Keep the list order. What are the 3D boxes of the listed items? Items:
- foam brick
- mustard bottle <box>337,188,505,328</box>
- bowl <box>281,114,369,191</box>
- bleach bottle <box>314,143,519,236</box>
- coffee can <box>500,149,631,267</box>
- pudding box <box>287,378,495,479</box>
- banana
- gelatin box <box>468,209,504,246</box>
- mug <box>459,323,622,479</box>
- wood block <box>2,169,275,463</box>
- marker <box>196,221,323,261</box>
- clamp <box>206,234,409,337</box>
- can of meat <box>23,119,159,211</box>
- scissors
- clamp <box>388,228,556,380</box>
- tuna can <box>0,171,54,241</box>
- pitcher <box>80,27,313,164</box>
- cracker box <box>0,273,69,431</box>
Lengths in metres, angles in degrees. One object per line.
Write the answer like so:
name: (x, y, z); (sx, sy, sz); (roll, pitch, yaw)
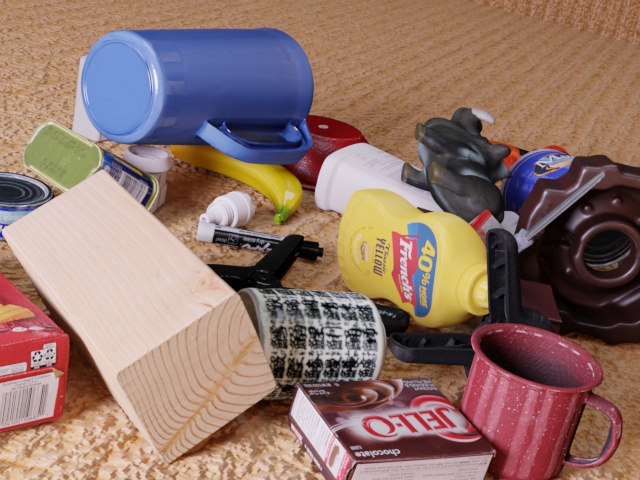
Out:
foam brick: (0.171, 0.071, 0.917); (0.053, 0.051, 0.078); (12, 21, 1)
mustard bottle: (0.089, 0.021, 0.897); (0.058, 0.096, 0.192); (-3, 17, -34)
bowl: (-0.001, -0.109, 1.265); (0.162, 0.055, 0.162); (11, 21, -4)
bleach bottle: (0.124, -0.025, 1.117); (0.251, 0.068, 0.102); (26, 29, 25)
coffee can: (0.264, -0.037, 1.128); (0.102, 0.103, 0.140); (6, 11, -15)
pudding box: (0.046, 0.132, 0.717); (0.113, 0.039, 0.090); (0, 25, -28)
banana: (-0.080, -0.073, 1.156); (0.069, 0.037, 0.198); (-7, 29, -44)
gelatin box: (0.122, 0.017, 0.979); (0.030, 0.089, 0.073); (50, 27, 3)
mug: (0.152, 0.119, 0.747); (0.117, 0.081, 0.093); (21, 23, 21)
wood block: (-0.129, 0.044, 0.734); (0.090, 0.090, 0.206); (-33, 40, -17)
marker: (-0.057, 0.001, 1.011); (0.121, 0.020, 0.020); (10, 22, -6)
clamp: (-0.051, 0.041, 0.892); (0.209, 0.036, 0.165); (-3, 27, -32)
can of meat: (-0.213, -0.062, 0.984); (0.102, 0.057, 0.083); (29, -4, 35)
scissors: (0.158, 0.015, 0.908); (0.016, 0.202, 0.096); (45, 50, -1)
clamp: (0.124, 0.080, 0.805); (0.120, 0.171, 0.039); (-36, 37, -1)
tuna can: (-0.282, -0.032, 0.951); (0.086, 0.034, 0.086); (11, 22, -4)
pitcher: (-0.118, -0.149, 1.093); (0.149, 0.145, 0.242); (6, 10, 33)
cracker box: (-0.286, 0.053, 0.690); (0.163, 0.072, 0.214); (-8, 28, -42)
